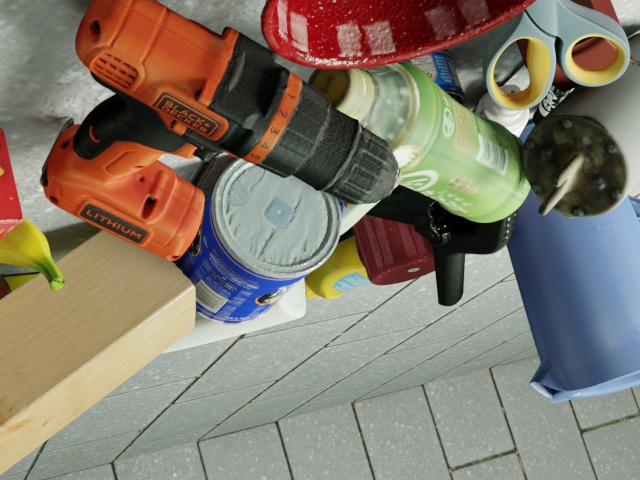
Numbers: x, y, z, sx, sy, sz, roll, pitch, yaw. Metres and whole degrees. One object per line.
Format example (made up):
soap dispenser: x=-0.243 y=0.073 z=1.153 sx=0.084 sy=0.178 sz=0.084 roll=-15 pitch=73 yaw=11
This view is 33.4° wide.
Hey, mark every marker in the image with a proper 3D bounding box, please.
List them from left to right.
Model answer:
marker: x=0.190 y=-0.117 z=0.858 sx=0.020 sy=0.020 sz=0.121 roll=-16 pitch=166 yaw=-3

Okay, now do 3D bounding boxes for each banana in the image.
banana: x=-0.272 y=0.015 z=0.754 sx=0.198 sy=0.069 sz=0.037 roll=-12 pitch=144 yaw=15

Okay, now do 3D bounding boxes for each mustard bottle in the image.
mustard bottle: x=0.046 y=0.019 z=1.138 sx=0.192 sy=0.058 sz=0.096 roll=-22 pitch=169 yaw=21

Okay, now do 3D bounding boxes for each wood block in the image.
wood block: x=-0.207 y=0.084 z=0.853 sx=0.205 sy=0.091 sz=0.090 roll=-38 pitch=163 yaw=-23

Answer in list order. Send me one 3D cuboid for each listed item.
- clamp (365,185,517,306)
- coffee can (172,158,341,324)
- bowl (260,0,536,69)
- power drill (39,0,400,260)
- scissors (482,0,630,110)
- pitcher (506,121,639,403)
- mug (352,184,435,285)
clamp: x=0.101 y=-0.011 z=0.867 sx=0.036 sy=0.164 sz=0.210 roll=-56 pitch=-161 yaw=-25
coffee can: x=-0.056 y=0.001 z=0.864 sx=0.102 sy=0.103 sz=0.140 roll=-10 pitch=165 yaw=-25
bowl: x=0.043 y=-0.144 z=0.517 sx=0.162 sy=0.055 sz=0.162 roll=-15 pitch=166 yaw=-4
power drill: x=-0.070 y=-0.050 z=0.608 sx=0.184 sy=0.057 sz=0.188 roll=30 pitch=148 yaw=-17
scissors: x=0.139 y=-0.140 z=0.594 sx=0.096 sy=0.016 sz=0.202 roll=-2 pitch=149 yaw=-3
pitcher: x=0.242 y=0.013 z=0.955 sx=0.145 sy=0.243 sz=0.149 roll=-25 pitch=163 yaw=31
mug: x=0.069 y=-0.003 z=1.031 sx=0.093 sy=0.081 sz=0.117 roll=-7 pitch=163 yaw=-33
